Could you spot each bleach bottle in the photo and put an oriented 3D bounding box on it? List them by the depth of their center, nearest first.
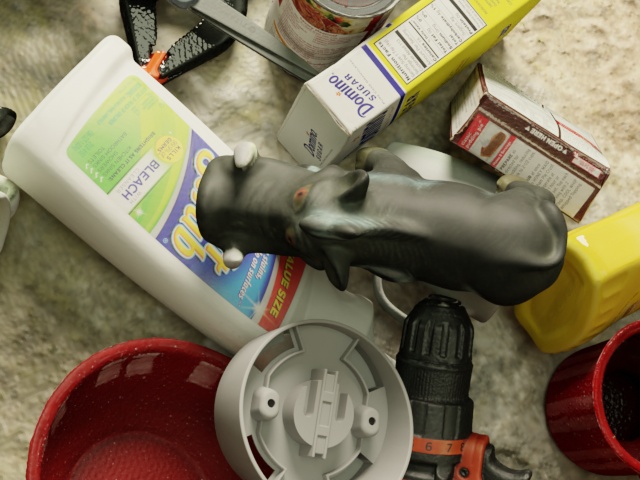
[{"bbox_3d":[-0.054,0.001,0.615,0.251,0.068,0.102,39,64,-5],"label":"bleach bottle"}]

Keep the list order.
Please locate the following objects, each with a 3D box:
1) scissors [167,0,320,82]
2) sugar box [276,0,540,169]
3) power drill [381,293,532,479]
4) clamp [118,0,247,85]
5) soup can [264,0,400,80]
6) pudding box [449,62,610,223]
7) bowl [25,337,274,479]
[{"bbox_3d":[-0.100,-0.140,0.625,0.096,0.016,0.202,-42,88,-17],"label":"scissors"},{"bbox_3d":[0.059,-0.111,0.651,0.176,0.093,0.048,-41,88,-18],"label":"sugar box"},{"bbox_3d":[0.119,0.131,0.570,0.188,0.057,0.184,9,96,22],"label":"power drill"},{"bbox_3d":[-0.065,-0.170,0.666,0.120,0.039,0.171,14,80,-5],"label":"clamp"},{"bbox_3d":[0.007,-0.143,0.642,0.068,0.102,0.068,3,76,-12],"label":"soup can"},{"bbox_3d":[0.124,-0.063,0.648,0.090,0.113,0.039,31,107,-4],"label":"pudding box"},{"bbox_3d":[-0.083,0.135,0.560,0.161,0.055,0.162,18,54,-26],"label":"bowl"}]
